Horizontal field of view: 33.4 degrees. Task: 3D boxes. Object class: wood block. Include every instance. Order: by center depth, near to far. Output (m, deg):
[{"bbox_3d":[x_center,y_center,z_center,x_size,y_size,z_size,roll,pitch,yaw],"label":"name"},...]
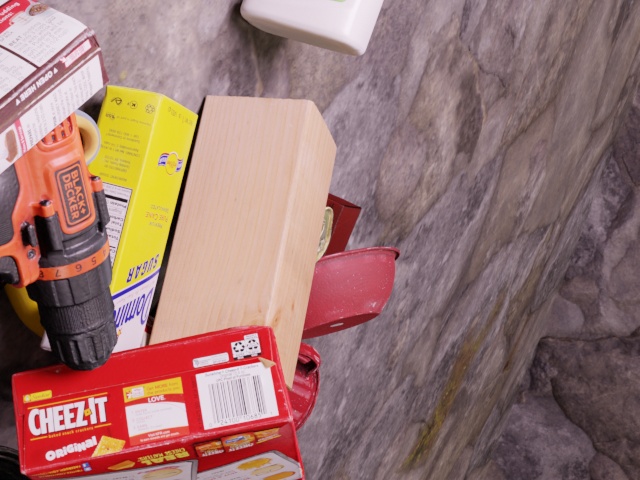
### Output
[{"bbox_3d":[-0.055,0.001,0.821,0.090,0.091,0.206,56,41,-65],"label":"wood block"}]

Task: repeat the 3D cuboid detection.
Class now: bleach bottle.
[{"bbox_3d":[0.025,-0.274,0.811,0.068,0.103,0.251,11,97,-77],"label":"bleach bottle"}]

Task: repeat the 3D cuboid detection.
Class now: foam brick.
[{"bbox_3d":[-0.002,-0.009,1.075,0.078,0.053,0.051,-67,159,7],"label":"foam brick"}]

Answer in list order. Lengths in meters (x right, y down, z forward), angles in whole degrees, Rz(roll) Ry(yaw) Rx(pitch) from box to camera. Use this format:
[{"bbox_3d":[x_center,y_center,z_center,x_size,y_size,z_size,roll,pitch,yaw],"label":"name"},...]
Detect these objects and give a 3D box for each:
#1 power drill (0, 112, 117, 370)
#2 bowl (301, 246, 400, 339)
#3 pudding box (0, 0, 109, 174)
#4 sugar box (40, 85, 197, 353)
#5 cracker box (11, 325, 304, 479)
[{"bbox_3d":[-0.188,0.021,0.548,0.187,0.057,0.184,-35,127,-43],"label":"power drill"},{"bbox_3d":[0.006,0.057,1.024,0.162,0.162,0.055,17,55,-69],"label":"bowl"},{"bbox_3d":[-0.173,-0.083,0.506,0.090,0.114,0.039,-50,154,-32],"label":"pudding box"},{"bbox_3d":[-0.132,-0.010,0.717,0.093,0.048,0.176,9,93,-81],"label":"sugar box"},{"bbox_3d":[-0.100,0.133,0.729,0.214,0.164,0.072,87,-9,-67],"label":"cracker box"}]
